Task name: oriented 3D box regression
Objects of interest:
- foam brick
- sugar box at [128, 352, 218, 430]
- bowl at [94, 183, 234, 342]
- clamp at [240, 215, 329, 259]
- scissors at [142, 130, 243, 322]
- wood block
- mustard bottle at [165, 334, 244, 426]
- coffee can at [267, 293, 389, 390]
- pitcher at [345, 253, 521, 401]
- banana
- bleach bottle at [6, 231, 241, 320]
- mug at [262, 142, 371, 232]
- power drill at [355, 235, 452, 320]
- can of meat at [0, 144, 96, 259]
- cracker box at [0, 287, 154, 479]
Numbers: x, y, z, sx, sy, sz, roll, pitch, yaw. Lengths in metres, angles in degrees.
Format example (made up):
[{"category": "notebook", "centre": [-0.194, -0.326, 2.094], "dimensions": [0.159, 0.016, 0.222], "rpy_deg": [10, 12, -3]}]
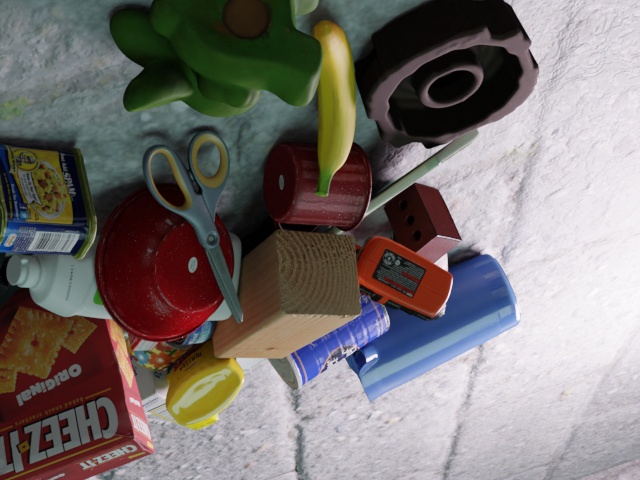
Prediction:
[{"category": "foam brick", "centre": [0.119, -0.020, 1.246], "dimensions": [0.051, 0.078, 0.053], "rpy_deg": [11, 138, -45]}, {"category": "sugar box", "centre": [-0.199, 0.185, 1.392], "dimensions": [0.048, 0.093, 0.176], "rpy_deg": [-27, 152, 14]}, {"category": "bowl", "centre": [-0.140, 0.024, 1.058], "dimensions": [0.161, 0.162, 0.055], "rpy_deg": [6, 178, -42]}, {"category": "clamp", "centre": [-0.058, 0.001, 1.210], "dimensions": [0.120, 0.039, 0.172], "rpy_deg": [1, 147, -42]}, {"category": "scissors", "centre": [-0.099, -0.021, 1.036], "dimensions": [0.096, 0.016, 0.201], "rpy_deg": [-44, 121, -18]}, {"category": "wood block", "centre": [-0.044, 0.064, 1.163], "dimensions": [0.090, 0.090, 0.206], "rpy_deg": [3, 161, -25]}, {"category": "mustard bottle", "centre": [-0.146, 0.155, 1.315], "dimensions": [0.096, 0.058, 0.192], "rpy_deg": [-38, -164, 2]}, {"category": "coffee can", "centre": [0.000, 0.106, 1.330], "dimensions": [0.140, 0.103, 0.103], "rpy_deg": [-31, 156, -16]}, {"category": "pitcher", "centre": [0.145, 0.113, 1.472], "dimensions": [0.243, 0.149, 0.145], "rpy_deg": [-24, 132, 1]}, {"category": "banana", "centre": [0.013, -0.131, 0.977], "dimensions": [0.037, 0.069, 0.198], "rpy_deg": [2, 136, 5]}, {"category": "bleach bottle", "centre": [-0.197, 0.030, 1.085], "dimensions": [0.250, 0.102, 0.068], "rpy_deg": [7, 179, -44]}, {"category": "mug", "centre": [-0.011, -0.049, 1.088], "dimensions": [0.081, 0.093, 0.117], "rpy_deg": [2, 139, -29]}, {"category": "power drill", "centre": [0.083, 0.046, 1.209], "dimensions": [0.184, 0.057, 0.188], "rpy_deg": [25, 173, -11]}, {"category": "can of meat", "centre": [-0.252, -0.035, 0.938], "dimensions": [0.083, 0.102, 0.058], "rpy_deg": [3, 145, -35]}, {"category": "cracker box", "centre": [-0.285, 0.147, 1.128], "dimensions": [0.164, 0.214, 0.072], "rpy_deg": [-21, 153, 2]}]
